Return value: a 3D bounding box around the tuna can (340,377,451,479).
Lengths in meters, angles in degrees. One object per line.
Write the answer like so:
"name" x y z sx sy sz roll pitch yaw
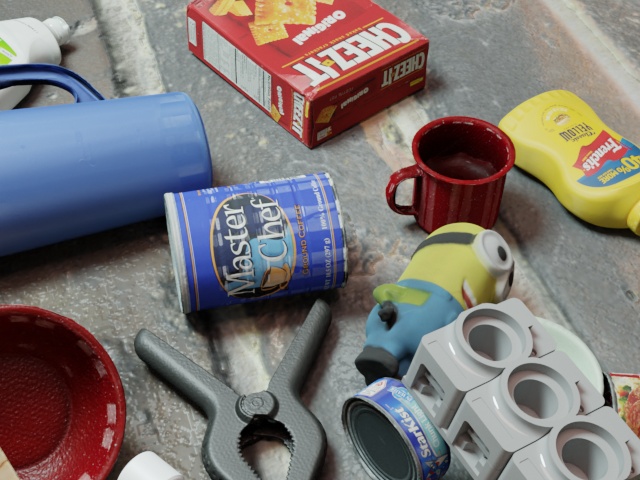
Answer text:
"tuna can" 0.055 0.144 0.781 0.033 0.086 0.086 -29 53 -28

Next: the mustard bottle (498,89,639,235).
"mustard bottle" 0.260 -0.065 1.006 0.096 0.058 0.192 -24 51 -22

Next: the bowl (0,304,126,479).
"bowl" -0.226 0.128 0.782 0.162 0.055 0.162 1 85 -16

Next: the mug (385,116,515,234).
"mug" 0.115 -0.051 0.974 0.117 0.081 0.093 -14 48 -14

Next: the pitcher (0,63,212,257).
"pitcher" -0.228 -0.072 0.955 0.242 0.149 0.145 -12 36 -17

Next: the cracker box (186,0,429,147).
"cracker box" -0.016 -0.210 1.134 0.164 0.072 0.214 -31 54 -26

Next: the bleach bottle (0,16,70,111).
"bleach bottle" -0.346 -0.160 1.091 0.103 0.068 0.250 33 49 14

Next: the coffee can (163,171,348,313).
"coffee can" -0.056 0.001 0.907 0.140 0.103 0.103 -9 46 -9

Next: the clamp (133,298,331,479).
"clamp" -0.060 0.133 0.824 0.164 0.036 0.210 -5 46 -6
